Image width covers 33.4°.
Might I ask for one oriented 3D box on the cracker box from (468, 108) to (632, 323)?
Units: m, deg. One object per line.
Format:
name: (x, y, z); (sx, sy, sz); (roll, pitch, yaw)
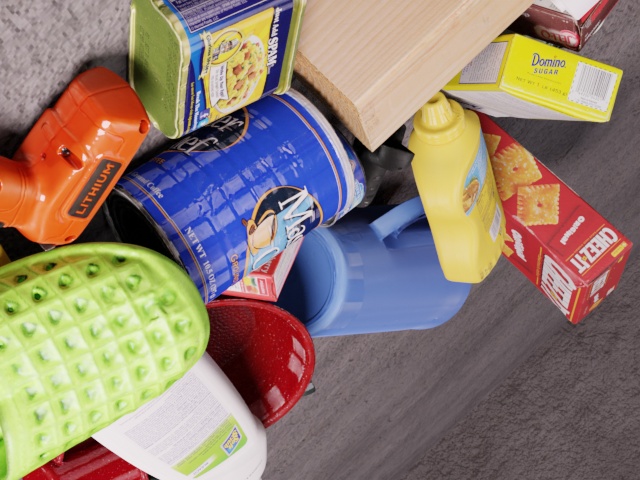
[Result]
cracker box: (0.215, -0.022, 1.117); (0.072, 0.214, 0.164); (-42, 161, -5)

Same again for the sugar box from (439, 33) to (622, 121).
sugar box: (0.144, -0.125, 0.824); (0.176, 0.093, 0.048); (-148, -106, -70)

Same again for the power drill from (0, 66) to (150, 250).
power drill: (-0.173, -0.053, 0.526); (0.185, 0.057, 0.187); (-49, 158, 25)

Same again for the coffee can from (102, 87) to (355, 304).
coffee can: (-0.062, -0.029, 0.725); (0.140, 0.103, 0.103); (-35, 159, -23)

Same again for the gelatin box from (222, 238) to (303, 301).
gelatin box: (-0.055, 0.001, 0.791); (0.089, 0.073, 0.030); (-68, 159, -43)

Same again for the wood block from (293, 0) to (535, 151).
wood block: (0.075, -0.171, 0.719); (0.206, 0.091, 0.090); (-43, 162, -3)

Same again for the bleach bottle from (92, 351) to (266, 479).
bleach bottle: (-0.107, 0.131, 0.768); (0.102, 0.068, 0.250); (-38, 139, -8)

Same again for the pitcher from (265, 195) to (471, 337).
pitcher: (0.044, 0.021, 1.008); (0.242, 0.145, 0.149); (-2, 98, -58)

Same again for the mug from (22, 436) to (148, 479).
mug: (-0.212, 0.209, 0.955); (0.081, 0.093, 0.117); (-20, 129, -40)

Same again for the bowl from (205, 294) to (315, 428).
bowl: (-0.088, 0.090, 0.832); (0.162, 0.055, 0.162); (-10, 132, -12)

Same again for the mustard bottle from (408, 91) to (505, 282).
mustard bottle: (0.114, -0.054, 0.899); (0.191, 0.058, 0.096); (65, 38, -49)

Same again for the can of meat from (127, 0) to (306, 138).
can of meat: (-0.062, -0.115, 0.617); (0.083, 0.057, 0.102); (-31, 156, -27)

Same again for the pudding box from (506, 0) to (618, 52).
pudding box: (0.166, -0.196, 0.788); (0.090, 0.114, 0.039); (-51, 147, -18)

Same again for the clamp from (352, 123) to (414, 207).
clamp: (0.047, -0.079, 0.852); (0.210, 0.036, 0.164); (118, -10, -54)
